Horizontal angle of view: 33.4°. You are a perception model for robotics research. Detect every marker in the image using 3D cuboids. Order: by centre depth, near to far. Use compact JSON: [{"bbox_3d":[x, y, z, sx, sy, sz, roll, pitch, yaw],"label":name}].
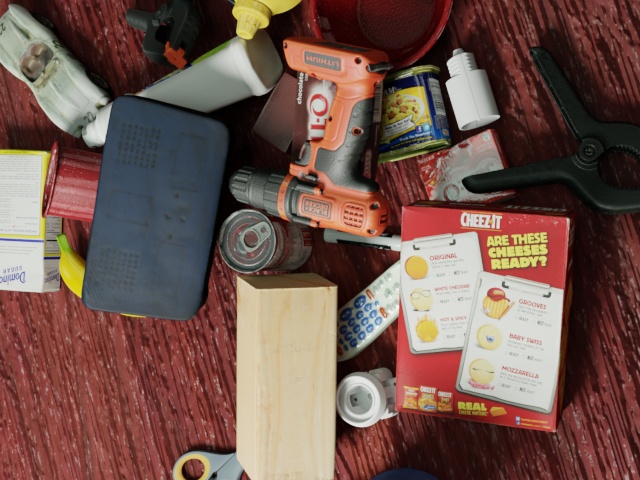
[{"bbox_3d":[0.062,0.000,1.161,0.121,0.020,0.020,8,92,24],"label":"marker"}]

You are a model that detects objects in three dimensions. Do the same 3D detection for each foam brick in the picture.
[{"bbox_3d":[-0.029,-0.139,1.186,0.053,0.051,0.078,36,103,21],"label":"foam brick"}]

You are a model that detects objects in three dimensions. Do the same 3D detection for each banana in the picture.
[{"bbox_3d":[-0.242,0.056,1.276,0.198,0.037,0.070,20,125,19],"label":"banana"}]

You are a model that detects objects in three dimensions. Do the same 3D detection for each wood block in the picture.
[{"bbox_3d":[-0.036,0.144,1.133,0.090,0.091,0.206,-1,98,-16],"label":"wood block"}]

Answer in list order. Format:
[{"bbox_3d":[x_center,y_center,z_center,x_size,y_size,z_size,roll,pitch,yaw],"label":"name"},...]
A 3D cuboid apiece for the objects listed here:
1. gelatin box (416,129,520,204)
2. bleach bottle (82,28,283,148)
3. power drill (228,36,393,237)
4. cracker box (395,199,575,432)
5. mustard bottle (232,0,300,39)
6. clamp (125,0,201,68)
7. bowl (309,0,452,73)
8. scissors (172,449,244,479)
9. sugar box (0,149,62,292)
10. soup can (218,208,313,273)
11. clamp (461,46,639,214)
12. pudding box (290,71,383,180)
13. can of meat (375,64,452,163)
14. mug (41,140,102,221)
[{"bbox_3d":[0.154,-0.066,1.116,0.089,0.030,0.073,-22,81,22],"label":"gelatin box"},{"bbox_3d":[-0.169,-0.161,1.221,0.251,0.102,0.068,-21,106,22],"label":"bleach bottle"},{"bbox_3d":[-0.007,-0.107,1.076,0.185,0.057,0.188,15,109,25],"label":"power drill"},{"bbox_3d":[0.164,0.071,1.065,0.164,0.072,0.214,5,101,18],"label":"cracker box"},{"bbox_3d":[-0.052,-0.305,1.152,0.096,0.058,0.191,23,74,-18],"label":"mustard bottle"},{"bbox_3d":[-0.166,-0.260,1.222,0.120,0.039,0.171,-47,40,16],"label":"clamp"},{"bbox_3d":[0.072,-0.254,1.142,0.162,0.055,0.162,0,89,24],"label":"bowl"},{"bbox_3d":[-0.101,0.238,1.230,0.096,0.016,0.202,36,103,20],"label":"scissors"},{"bbox_3d":[-0.371,-0.025,1.339,0.093,0.048,0.176,3,94,23],"label":"sugar box"},{"bbox_3d":[-0.058,0.001,1.168,0.069,0.102,0.068,0,89,24],"label":"soup can"},{"bbox_3d":[0.265,-0.095,1.058,0.210,0.036,0.164,20,86,15],"label":"clamp"},{"bbox_3d":[0.017,-0.120,1.115,0.090,0.039,0.113,13,103,31],"label":"pudding box"},{"bbox_3d":[0.084,-0.131,1.134,0.102,0.057,0.084,-13,86,23],"label":"can of meat"},{"bbox_3d":[-0.283,-0.071,1.274,0.117,0.081,0.093,-113,38,-56],"label":"mug"}]
